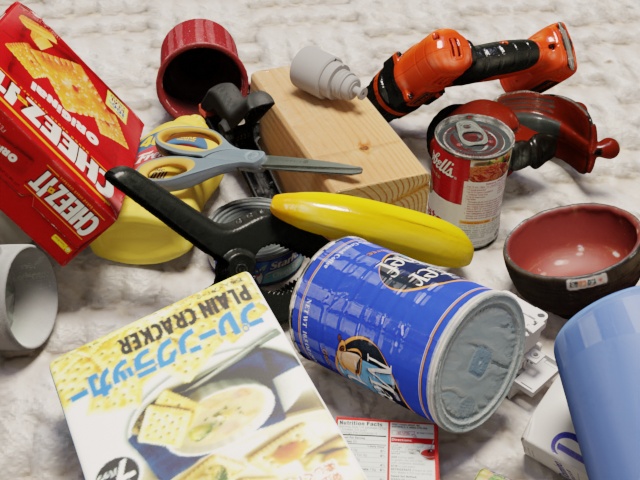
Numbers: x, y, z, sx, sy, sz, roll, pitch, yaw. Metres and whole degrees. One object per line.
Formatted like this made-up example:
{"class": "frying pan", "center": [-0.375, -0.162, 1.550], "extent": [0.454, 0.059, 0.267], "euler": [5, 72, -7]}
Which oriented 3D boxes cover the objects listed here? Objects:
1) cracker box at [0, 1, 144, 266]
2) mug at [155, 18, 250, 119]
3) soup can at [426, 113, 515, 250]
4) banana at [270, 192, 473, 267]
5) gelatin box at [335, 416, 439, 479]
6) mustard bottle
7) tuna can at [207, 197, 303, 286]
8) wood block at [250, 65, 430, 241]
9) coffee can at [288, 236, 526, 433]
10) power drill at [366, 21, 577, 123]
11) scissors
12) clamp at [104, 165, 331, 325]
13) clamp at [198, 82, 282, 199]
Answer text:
{"class": "cracker box", "center": [-0.233, -0.098, 0.890], "extent": [0.072, 0.164, 0.213], "euler": [-38, 22, 14]}
{"class": "mug", "center": [-0.113, -0.173, 1.103], "extent": [0.117, 0.093, 0.081], "euler": [23, 27, -23]}
{"class": "soup can", "center": [0.130, -0.050, 0.936], "extent": [0.068, 0.102, 0.068], "euler": [1, 39, -1]}
{"class": "banana", "center": [0.056, -0.005, 0.859], "extent": [0.197, 0.070, 0.037], "euler": [16, 73, -31]}
{"class": "gelatin box", "center": [0.044, 0.163, 0.728], "extent": [0.073, 0.030, 0.089], "euler": [2, 39, 3]}
{"class": "mustard bottle", "center": [-0.139, -0.058, 0.972], "extent": [0.096, 0.058, 0.191], "euler": [-3, 36, 16]}
{"class": "tuna can", "center": [-0.056, 0.001, 0.922], "extent": [0.086, 0.034, 0.086], "euler": [1, 39, -1]}
{"class": "wood block", "center": [0.011, -0.074, 0.973], "extent": [0.090, 0.090, 0.206], "euler": [-12, 41, -18]}
{"class": "coffee can", "center": [0.061, 0.065, 0.771], "extent": [0.102, 0.103, 0.141], "euler": [-32, 37, -34]}
{"class": "power drill", "center": [0.141, -0.160, 1.052], "extent": [0.187, 0.185, 0.057], "euler": [-12, 84, -26]}
{"class": "scissors", "center": [-0.072, -0.057, 0.892], "extent": [0.202, 0.016, 0.096], "euler": [19, 47, 34]}
{"class": "clamp", "center": [-0.073, 0.033, 0.841], "extent": [0.209, 0.164, 0.036], "euler": [5, -1, -25]}
{"class": "clamp", "center": [-0.073, -0.092, 1.005], "extent": [0.039, 0.120, 0.172], "euler": [-10, 19, -19]}
